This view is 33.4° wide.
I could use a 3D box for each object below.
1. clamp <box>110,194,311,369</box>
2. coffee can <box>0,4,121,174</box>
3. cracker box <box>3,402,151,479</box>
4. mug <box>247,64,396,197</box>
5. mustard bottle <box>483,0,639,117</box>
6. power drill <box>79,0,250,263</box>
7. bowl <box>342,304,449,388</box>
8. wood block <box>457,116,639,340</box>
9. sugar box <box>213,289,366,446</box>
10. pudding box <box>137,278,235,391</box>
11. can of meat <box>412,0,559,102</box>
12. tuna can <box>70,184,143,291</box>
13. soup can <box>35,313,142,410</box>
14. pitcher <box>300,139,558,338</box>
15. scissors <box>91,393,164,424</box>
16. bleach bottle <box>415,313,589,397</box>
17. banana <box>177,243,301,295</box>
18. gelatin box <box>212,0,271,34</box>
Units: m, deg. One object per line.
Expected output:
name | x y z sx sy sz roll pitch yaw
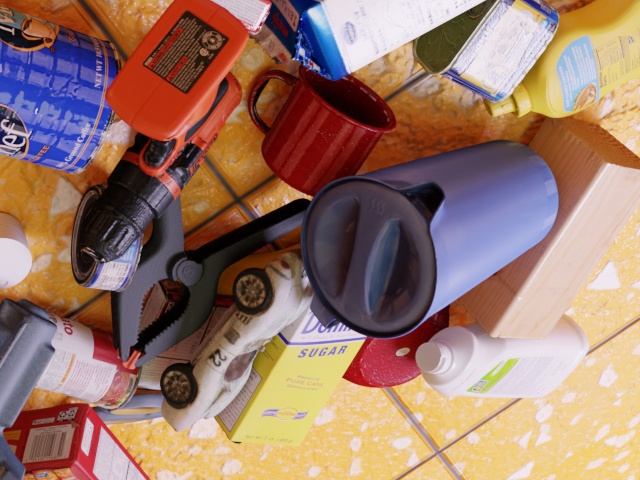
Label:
clamp | -0.124 0.011 0.911 0.164 0.036 0.210 36 94 -31
coffee can | -0.225 -0.112 0.744 0.140 0.103 0.103 15 118 -35
cracker box | -0.249 0.244 1.008 0.164 0.072 0.213 -10 136 15
mug | -0.007 -0.095 0.886 0.117 0.093 0.082 30 118 -7
mustard bottle | 0.234 -0.164 0.959 0.191 0.058 0.096 -29 138 -3
power drill | -0.114 -0.078 0.761 0.057 0.188 0.184 32 72 -1
bowl | 0.072 0.099 1.095 0.162 0.055 0.162 -14 131 -17
wood block | 0.223 -0.010 1.050 0.090 0.091 0.206 6 123 -40
sugar box | -0.019 0.112 1.007 0.093 0.048 0.176 14 115 -43
pudding box | -0.128 0.091 1.002 0.089 0.039 0.114 10 119 -32
can of meat | 0.143 -0.175 0.907 0.083 0.057 0.102 19 117 -39
tuna can | -0.175 -0.002 0.870 0.033 0.086 0.086 8 122 -29
soup can | -0.219 0.107 0.949 0.102 0.068 0.069 24 113 -37
pitcher | 0.099 -0.008 0.926 0.242 0.149 0.145 -22 112 -48
scissors | -0.132 0.160 1.044 0.201 0.016 0.096 -3 162 -23
bleach bottle | 0.183 0.117 1.109 0.250 0.068 0.103 10 123 -52
banana | -0.050 0.017 0.985 0.197 0.037 0.069 -16 113 -16
gelatin box | -0.087 -0.188 0.771 0.089 0.073 0.030 17 114 -36
